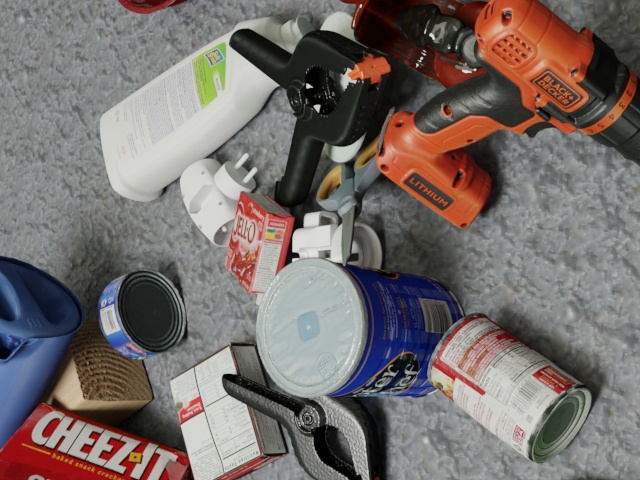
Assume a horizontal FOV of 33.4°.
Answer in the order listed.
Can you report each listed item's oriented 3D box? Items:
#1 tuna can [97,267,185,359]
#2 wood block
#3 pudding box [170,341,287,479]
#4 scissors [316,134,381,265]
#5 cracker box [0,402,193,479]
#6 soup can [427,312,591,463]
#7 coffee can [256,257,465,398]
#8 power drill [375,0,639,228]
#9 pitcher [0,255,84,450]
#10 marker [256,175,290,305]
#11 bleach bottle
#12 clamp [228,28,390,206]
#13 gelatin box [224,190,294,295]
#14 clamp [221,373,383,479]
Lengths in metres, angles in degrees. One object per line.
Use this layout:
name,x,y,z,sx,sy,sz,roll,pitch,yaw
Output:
tuna can,-0.174,0.072,1.039,0.034,0.085,0.086,-22,70,37
wood block,-0.280,0.172,1.111,0.206,0.090,0.091,-38,61,30
pudding box,-0.087,0.162,0.985,0.090,0.039,0.113,-32,66,31
scissors,0.036,-0.041,0.854,0.096,0.016,0.202,-45,16,5
cracker box,-0.224,0.249,0.935,0.164,0.213,0.072,18,121,7
soup can,0.138,0.107,0.785,0.102,0.068,0.068,36,106,37
coffee can,0.034,0.071,0.830,0.103,0.140,0.103,-7,79,39
power drill,0.145,-0.078,0.773,0.188,0.184,0.057,-35,26,46
pitcher,-0.333,0.138,1.029,0.145,0.149,0.243,38,111,22
marker,-0.041,0.001,0.982,0.020,0.020,0.121,9,89,40
bleach bottle,-0.105,-0.134,1.030,0.251,0.068,0.102,-27,67,32
clamp,-0.012,-0.127,0.882,0.210,0.036,0.164,-27,85,62
gelatin box,-0.056,0.001,0.949,0.089,0.030,0.073,-140,62,-65
clamp,-0.012,0.148,0.905,0.120,0.039,0.171,-38,71,33
